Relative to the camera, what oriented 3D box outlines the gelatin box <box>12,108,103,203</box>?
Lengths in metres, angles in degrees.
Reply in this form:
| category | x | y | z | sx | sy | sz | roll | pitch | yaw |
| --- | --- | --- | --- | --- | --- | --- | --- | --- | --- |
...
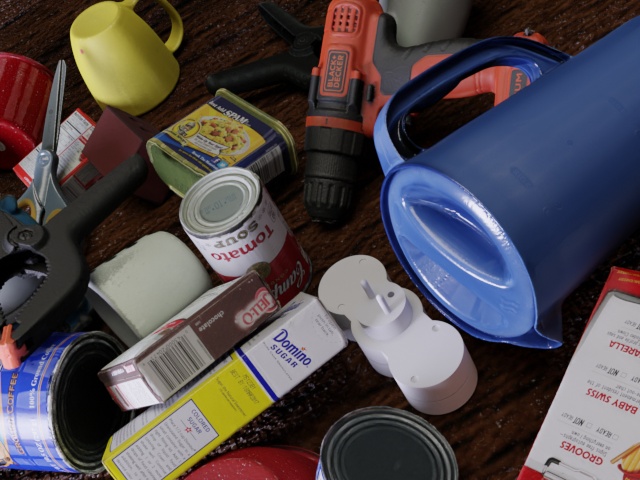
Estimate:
| category | x | y | z | sx | sy | sz | roll | pitch | yaw |
| --- | --- | --- | --- | --- | --- | --- | --- | --- | --- |
| gelatin box | -0.238 | -0.074 | 1.011 | 0.089 | 0.030 | 0.073 | -44 | 47 | -8 |

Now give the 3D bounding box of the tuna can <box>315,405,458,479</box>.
| category | x | y | z | sx | sy | sz | roll | pitch | yaw |
| --- | --- | --- | --- | --- | --- | --- | --- | --- | --- |
| tuna can | 0.040 | 0.147 | 0.660 | 0.086 | 0.034 | 0.086 | 6 | 43 | -5 |

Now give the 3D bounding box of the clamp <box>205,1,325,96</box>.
| category | x | y | z | sx | sy | sz | roll | pitch | yaw |
| --- | --- | --- | --- | --- | --- | --- | --- | --- | --- |
| clamp | -0.013 | -0.177 | 0.980 | 0.172 | 0.039 | 0.120 | 5 | 60 | 22 |

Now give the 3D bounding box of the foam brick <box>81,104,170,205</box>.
| category | x | y | z | sx | sy | sz | roll | pitch | yaw |
| --- | --- | --- | --- | --- | --- | --- | --- | --- | --- |
| foam brick | -0.167 | -0.077 | 0.952 | 0.078 | 0.052 | 0.051 | 40 | 103 | 42 |

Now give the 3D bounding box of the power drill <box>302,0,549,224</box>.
| category | x | y | z | sx | sy | sz | roll | pitch | yaw |
| --- | --- | --- | --- | --- | --- | --- | --- | --- | --- |
| power drill | 0.078 | -0.096 | 0.824 | 0.188 | 0.057 | 0.184 | 8 | 90 | 21 |

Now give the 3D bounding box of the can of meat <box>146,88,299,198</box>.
| category | x | y | z | sx | sy | sz | roll | pitch | yaw |
| --- | --- | --- | --- | --- | --- | --- | --- | --- | --- |
| can of meat | -0.083 | -0.071 | 0.895 | 0.083 | 0.057 | 0.102 | -38 | 52 | -25 |

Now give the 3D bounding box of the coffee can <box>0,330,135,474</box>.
| category | x | y | z | sx | sy | sz | roll | pitch | yaw |
| --- | --- | --- | --- | --- | --- | --- | --- | --- | --- |
| coffee can | -0.224 | 0.119 | 0.793 | 0.140 | 0.102 | 0.102 | -3 | 52 | 25 |

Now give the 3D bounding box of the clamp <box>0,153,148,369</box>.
| category | x | y | z | sx | sy | sz | roll | pitch | yaw |
| --- | --- | --- | --- | --- | --- | --- | --- | --- | --- |
| clamp | -0.207 | 0.004 | 0.798 | 0.164 | 0.036 | 0.210 | -7 | 46 | -6 |

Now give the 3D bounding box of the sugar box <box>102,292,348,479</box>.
| category | x | y | z | sx | sy | sz | roll | pitch | yaw |
| --- | --- | --- | --- | --- | --- | --- | --- | --- | --- |
| sugar box | -0.065 | 0.105 | 0.735 | 0.176 | 0.048 | 0.093 | -35 | 4 | -6 |

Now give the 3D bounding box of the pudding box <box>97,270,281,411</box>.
| category | x | y | z | sx | sy | sz | roll | pitch | yaw |
| --- | --- | --- | --- | --- | --- | --- | --- | --- | --- |
| pudding box | -0.093 | 0.071 | 0.751 | 0.113 | 0.039 | 0.090 | -36 | 5 | -29 |

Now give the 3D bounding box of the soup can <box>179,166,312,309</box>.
| category | x | y | z | sx | sy | sz | roll | pitch | yaw |
| --- | --- | --- | --- | --- | --- | --- | --- | --- | --- |
| soup can | -0.055 | 0.001 | 0.807 | 0.068 | 0.102 | 0.068 | -14 | 48 | 15 |

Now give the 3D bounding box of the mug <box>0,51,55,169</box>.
| category | x | y | z | sx | sy | sz | roll | pitch | yaw |
| --- | --- | --- | --- | --- | --- | --- | --- | --- | --- |
| mug | -0.319 | -0.121 | 1.055 | 0.117 | 0.093 | 0.081 | -15 | 52 | 29 |

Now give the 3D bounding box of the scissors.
| category | x | y | z | sx | sy | sz | roll | pitch | yaw |
| --- | --- | --- | --- | --- | --- | --- | --- | --- | --- |
| scissors | -0.233 | -0.059 | 0.958 | 0.096 | 0.016 | 0.202 | 19 | 86 | 23 |

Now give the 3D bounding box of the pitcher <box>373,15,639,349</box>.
| category | x | y | z | sx | sy | sz | roll | pitch | yaw |
| --- | --- | --- | --- | --- | --- | --- | --- | --- | --- |
| pitcher | 0.160 | -0.060 | 0.703 | 0.242 | 0.149 | 0.145 | -36 | 40 | -23 |
